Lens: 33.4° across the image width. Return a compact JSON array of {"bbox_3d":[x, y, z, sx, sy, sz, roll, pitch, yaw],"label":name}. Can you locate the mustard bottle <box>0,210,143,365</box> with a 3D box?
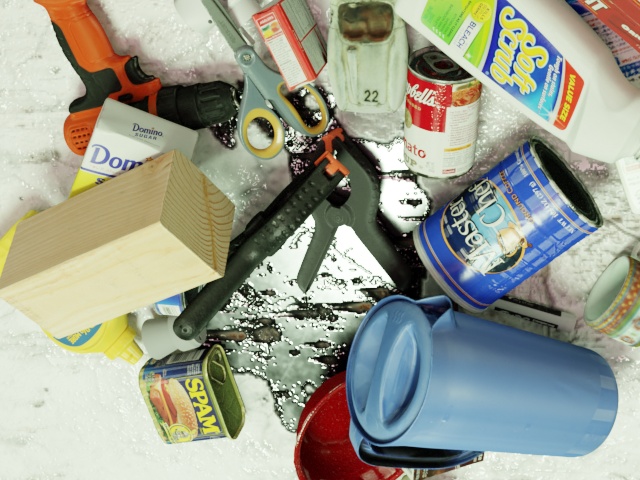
[{"bbox_3d":[-0.264,0.063,1.129,0.191,0.058,0.096,43,110,-9],"label":"mustard bottle"}]

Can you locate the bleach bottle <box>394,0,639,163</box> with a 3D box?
[{"bbox_3d":[0.183,-0.151,0.863,0.251,0.068,0.103,41,131,11],"label":"bleach bottle"}]

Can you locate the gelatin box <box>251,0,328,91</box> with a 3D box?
[{"bbox_3d":[-0.024,-0.181,0.951,0.030,0.089,0.073,-22,107,19],"label":"gelatin box"}]

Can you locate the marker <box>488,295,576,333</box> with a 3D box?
[{"bbox_3d":[0.191,0.065,1.054,0.121,0.020,0.020,17,116,4],"label":"marker"}]

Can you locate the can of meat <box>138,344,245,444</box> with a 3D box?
[{"bbox_3d":[-0.139,0.168,1.151,0.084,0.057,0.102,-10,111,19],"label":"can of meat"}]

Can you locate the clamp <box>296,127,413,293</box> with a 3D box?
[{"bbox_3d":[0.015,-0.021,1.043,0.120,0.039,0.171,-12,103,18],"label":"clamp"}]

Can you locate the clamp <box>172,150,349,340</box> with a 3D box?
[{"bbox_3d":[-0.057,0.001,0.994,0.036,0.164,0.210,42,117,-11],"label":"clamp"}]

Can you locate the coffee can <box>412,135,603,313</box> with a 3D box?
[{"bbox_3d":[0.170,-0.013,0.977,0.140,0.102,0.103,-39,101,24],"label":"coffee can"}]

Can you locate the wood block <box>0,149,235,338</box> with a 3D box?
[{"bbox_3d":[-0.191,0.008,0.994,0.206,0.090,0.090,-21,134,29],"label":"wood block"}]

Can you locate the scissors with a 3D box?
[{"bbox_3d":[-0.076,-0.149,0.973,0.201,0.016,0.096,37,99,-30],"label":"scissors"}]

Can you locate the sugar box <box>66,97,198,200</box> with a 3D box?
[{"bbox_3d":[-0.190,-0.052,1.029,0.093,0.048,0.176,20,141,-13],"label":"sugar box"}]

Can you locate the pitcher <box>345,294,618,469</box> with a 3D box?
[{"bbox_3d":[0.150,0.144,0.993,0.242,0.145,0.149,14,163,-29],"label":"pitcher"}]

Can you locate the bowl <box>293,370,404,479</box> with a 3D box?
[{"bbox_3d":[0.035,0.187,1.098,0.161,0.055,0.162,-13,122,-22],"label":"bowl"}]

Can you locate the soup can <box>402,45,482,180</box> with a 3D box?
[{"bbox_3d":[0.109,-0.114,0.954,0.068,0.068,0.102,7,128,9],"label":"soup can"}]

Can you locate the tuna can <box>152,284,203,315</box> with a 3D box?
[{"bbox_3d":[-0.143,0.034,1.075,0.034,0.086,0.086,5,115,8],"label":"tuna can"}]

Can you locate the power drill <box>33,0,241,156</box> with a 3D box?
[{"bbox_3d":[-0.182,-0.178,1.004,0.185,0.057,0.187,-11,111,17],"label":"power drill"}]
